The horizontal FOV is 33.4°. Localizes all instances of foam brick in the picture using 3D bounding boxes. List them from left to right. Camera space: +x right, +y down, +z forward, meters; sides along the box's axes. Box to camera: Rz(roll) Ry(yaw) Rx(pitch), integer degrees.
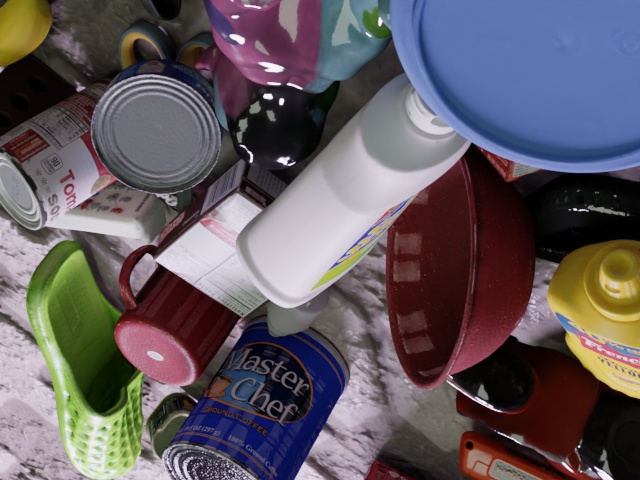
[{"bbox_3d":[-0.230,-0.092,0.799,0.053,0.078,0.051,39,143,-7],"label":"foam brick"}]

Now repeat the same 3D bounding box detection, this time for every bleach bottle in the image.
[{"bbox_3d":[0.022,-0.033,0.616,0.068,0.102,0.251,52,159,3],"label":"bleach bottle"}]

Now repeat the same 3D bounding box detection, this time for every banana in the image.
[{"bbox_3d":[-0.261,-0.159,0.786,0.198,0.037,0.069,-2,103,32],"label":"banana"}]

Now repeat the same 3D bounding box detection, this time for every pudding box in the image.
[{"bbox_3d":[-0.055,0.001,0.783,0.090,0.039,0.114,35,134,-21],"label":"pudding box"}]

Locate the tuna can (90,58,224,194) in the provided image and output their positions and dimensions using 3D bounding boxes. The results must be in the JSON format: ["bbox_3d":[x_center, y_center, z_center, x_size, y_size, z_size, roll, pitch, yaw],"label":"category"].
[{"bbox_3d":[-0.106,-0.076,0.708,0.086,0.033,0.086,1,120,2],"label":"tuna can"}]

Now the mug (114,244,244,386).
[{"bbox_3d":[-0.123,0.057,0.879,0.093,0.081,0.117,-9,126,40],"label":"mug"}]

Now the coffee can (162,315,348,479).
[{"bbox_3d":[-0.051,0.147,0.878,0.103,0.140,0.103,19,140,17],"label":"coffee can"}]

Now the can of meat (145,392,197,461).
[{"bbox_3d":[-0.115,0.197,1.014,0.102,0.057,0.084,40,174,-9],"label":"can of meat"}]

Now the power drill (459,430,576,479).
[{"bbox_3d":[0.114,0.252,0.850,0.184,0.187,0.057,22,-178,10],"label":"power drill"}]

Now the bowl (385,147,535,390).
[{"bbox_3d":[0.089,0.011,0.658,0.055,0.162,0.162,3,143,-13],"label":"bowl"}]

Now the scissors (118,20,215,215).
[{"bbox_3d":[-0.113,-0.077,0.771,0.096,0.016,0.202,33,136,7],"label":"scissors"}]

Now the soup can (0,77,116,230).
[{"bbox_3d":[-0.177,-0.061,0.750,0.069,0.102,0.068,32,143,28],"label":"soup can"}]
